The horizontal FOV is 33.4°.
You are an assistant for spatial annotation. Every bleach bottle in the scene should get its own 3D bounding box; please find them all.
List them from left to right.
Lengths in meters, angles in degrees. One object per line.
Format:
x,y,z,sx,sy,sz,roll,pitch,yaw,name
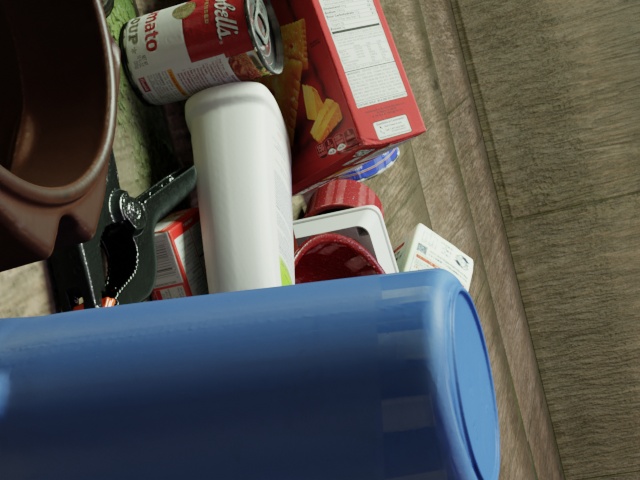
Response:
-0.049,0.018,0.738,0.102,0.068,0.251,64,17,-57,bleach bottle

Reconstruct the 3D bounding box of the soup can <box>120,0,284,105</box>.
-0.086,-0.142,0.780,0.068,0.102,0.068,-12,90,-73,soup can

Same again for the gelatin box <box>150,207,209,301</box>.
-0.095,0.028,0.755,0.073,0.030,0.089,-52,127,-71,gelatin box

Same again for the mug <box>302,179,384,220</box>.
0.020,-0.001,1.078,0.081,0.093,0.117,-79,-177,-64,mug

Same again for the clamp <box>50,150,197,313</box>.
-0.122,-0.014,0.665,0.120,0.039,0.171,31,49,-42,clamp

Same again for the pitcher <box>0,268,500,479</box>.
-0.042,0.089,0.505,0.149,0.243,0.145,-48,126,-69,pitcher

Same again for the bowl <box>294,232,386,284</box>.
0.003,0.078,0.861,0.161,0.055,0.162,23,58,-44,bowl

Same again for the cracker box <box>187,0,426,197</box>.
-0.023,-0.153,0.854,0.071,0.164,0.214,-19,87,-35,cracker box
